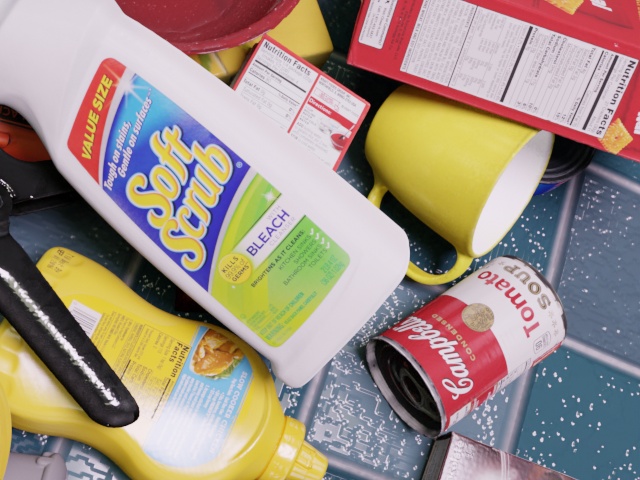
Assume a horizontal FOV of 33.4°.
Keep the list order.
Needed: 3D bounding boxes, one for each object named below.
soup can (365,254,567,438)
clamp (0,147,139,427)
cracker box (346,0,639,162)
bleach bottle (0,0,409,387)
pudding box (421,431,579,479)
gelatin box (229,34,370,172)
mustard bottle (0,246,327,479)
[{"bbox_3d":[0.087,0.061,0.634,0.102,0.069,0.068,-31,85,-22],"label":"soup can"},{"bbox_3d":[-0.161,-0.019,0.530,0.209,0.036,0.164,30,51,-22],"label":"clamp"},{"bbox_3d":[0.136,-0.130,0.637,0.213,0.072,0.164,19,32,2],"label":"cracker box"},{"bbox_3d":[-0.079,-0.038,0.528,0.250,0.068,0.103,37,109,-13],"label":"bleach bottle"},{"bbox_3d":[0.095,0.179,0.618,0.090,0.039,0.113,22,71,-9],"label":"pudding box"},{"bbox_3d":[-0.024,-0.058,0.593,0.073,0.030,0.089,31,75,-14],"label":"gelatin box"},{"bbox_3d":[-0.083,0.086,0.582,0.191,0.058,0.096,27,58,-7],"label":"mustard bottle"}]
